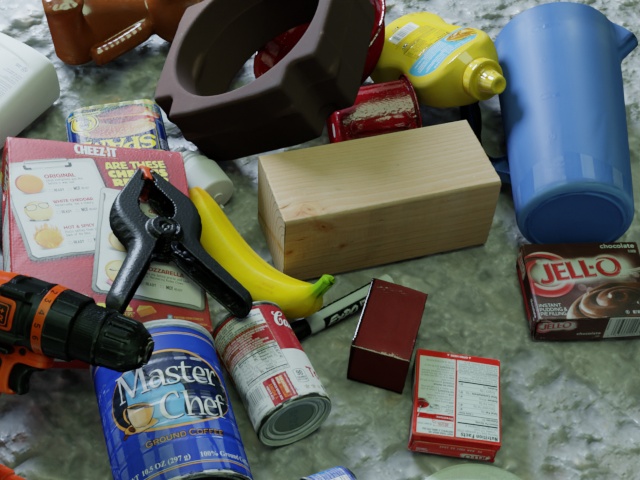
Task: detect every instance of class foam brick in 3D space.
[{"bbox_3d":[0.058,0.083,0.924,0.051,0.053,0.078,14,51,8],"label":"foam brick"}]

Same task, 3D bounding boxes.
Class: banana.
[{"bbox_3d":[-0.059,0.020,0.962,0.198,0.070,0.037,32,23,35],"label":"banana"}]

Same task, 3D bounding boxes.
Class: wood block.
[{"bbox_3d":[0.052,-0.037,1.002,0.206,0.090,0.091,-11,51,-13],"label":"wood block"}]

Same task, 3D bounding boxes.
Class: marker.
[{"bbox_3d":[0.014,0.063,0.959,0.121,0.020,0.020,-26,56,-24],"label":"marker"}]

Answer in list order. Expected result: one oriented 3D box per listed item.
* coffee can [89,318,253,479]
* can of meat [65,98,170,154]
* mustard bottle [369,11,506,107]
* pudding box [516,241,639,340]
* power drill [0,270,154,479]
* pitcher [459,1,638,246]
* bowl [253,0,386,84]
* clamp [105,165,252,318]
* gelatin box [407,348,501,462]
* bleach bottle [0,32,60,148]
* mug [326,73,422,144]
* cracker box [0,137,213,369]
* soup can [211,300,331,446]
[{"bbox_3d":[-0.115,0.147,0.823,0.102,0.103,0.140,-11,51,-14],"label":"coffee can"},{"bbox_3d":[-0.198,-0.090,1.052,0.102,0.057,0.084,-8,48,-11],"label":"can of meat"},{"bbox_3d":[0.127,-0.182,1.101,0.096,0.058,0.192,-38,33,-10],"label":"mustard bottle"},{"bbox_3d":[0.242,0.046,0.978,0.113,0.039,0.090,0,49,-4],"label":"pudding box"},{"bbox_3d":[-0.226,0.118,0.795,0.184,0.188,0.057,18,8,13],"label":"power drill"},{"bbox_3d":[0.232,-0.108,1.062,0.145,0.149,0.242,16,51,-14],"label":"pitcher"},{"bbox_3d":[0.010,-0.201,1.135,0.162,0.055,0.162,-21,46,23],"label":"bowl"},{"bbox_3d":[-0.122,0.005,0.893,0.120,0.039,0.171,12,43,-24],"label":"clamp"},{"bbox_3d":[0.113,0.138,0.895,0.073,0.030,0.089,7,49,0],"label":"gelatin box"},{"bbox_3d":[-0.373,-0.103,1.047,0.103,0.068,0.250,27,55,19],"label":"bleach bottle"},{"bbox_3d":[0.053,-0.113,1.058,0.081,0.093,0.117,-11,7,-7],"label":"mug"},{"bbox_3d":[-0.193,0.012,0.936,0.164,0.072,0.214,4,46,-22],"label":"cracker box"},{"bbox_3d":[-0.042,0.110,0.883,0.068,0.068,0.102,-18,53,-19],"label":"soup can"}]
